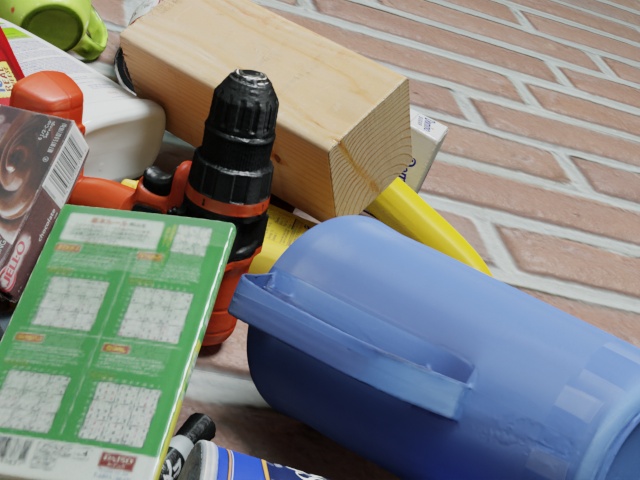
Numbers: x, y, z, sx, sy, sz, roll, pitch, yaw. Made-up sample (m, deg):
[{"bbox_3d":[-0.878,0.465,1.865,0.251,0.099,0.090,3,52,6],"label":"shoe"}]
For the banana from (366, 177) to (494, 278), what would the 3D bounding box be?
[{"bbox_3d":[0.068,-0.021,0.881,0.197,0.037,0.069,41,16,-6],"label":"banana"}]

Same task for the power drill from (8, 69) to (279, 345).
[{"bbox_3d":[-0.117,-0.044,0.684,0.188,0.184,0.057,26,27,23],"label":"power drill"}]

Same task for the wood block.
[{"bbox_3d":[-0.041,-0.105,0.797,0.206,0.091,0.090,32,61,27],"label":"wood block"}]

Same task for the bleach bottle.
[{"bbox_3d":[-0.243,-0.133,0.844,0.251,0.068,0.102,36,32,25],"label":"bleach bottle"}]

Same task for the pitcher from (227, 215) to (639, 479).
[{"bbox_3d":[0.071,0.077,0.570,0.149,0.145,0.243,-31,33,-28],"label":"pitcher"}]

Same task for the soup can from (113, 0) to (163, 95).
[{"bbox_3d":[-0.148,-0.177,0.978,0.068,0.069,0.102,17,29,-11],"label":"soup can"}]

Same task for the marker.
[{"bbox_3d":[-0.089,0.127,0.571,0.020,0.020,0.121,29,29,10],"label":"marker"}]

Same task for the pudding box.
[{"bbox_3d":[-0.202,-0.027,0.641,0.090,0.039,0.113,14,66,18],"label":"pudding box"}]
